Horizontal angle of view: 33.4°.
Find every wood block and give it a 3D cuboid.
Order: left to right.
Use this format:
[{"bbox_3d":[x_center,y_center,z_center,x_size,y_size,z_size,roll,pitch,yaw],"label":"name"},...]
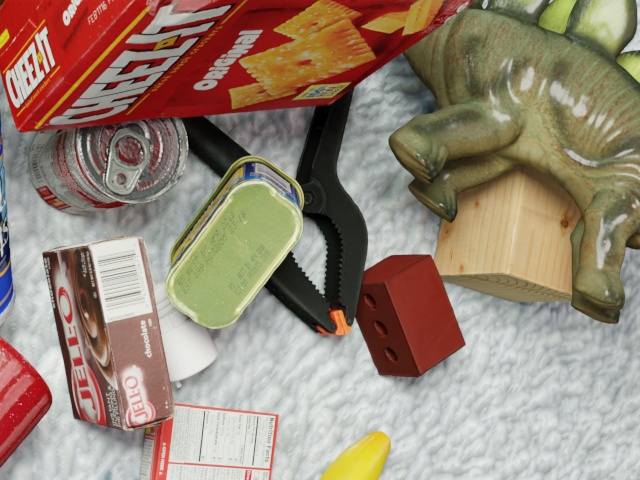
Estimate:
[{"bbox_3d":[0.164,-0.062,0.841,0.090,0.090,0.206,17,78,-30],"label":"wood block"}]

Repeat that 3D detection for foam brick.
[{"bbox_3d":[0.062,0.055,0.793,0.051,0.053,0.078,-28,101,-29],"label":"foam brick"}]

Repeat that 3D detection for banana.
[{"bbox_3d":[0.002,0.228,0.759,0.069,0.037,0.198,25,75,-46],"label":"banana"}]

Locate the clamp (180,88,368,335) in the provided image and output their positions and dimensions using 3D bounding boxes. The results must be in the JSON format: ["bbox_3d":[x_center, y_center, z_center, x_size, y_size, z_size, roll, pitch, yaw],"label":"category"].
[{"bbox_3d":[-0.011,-0.037,0.762,0.164,0.036,0.210,-27,99,-26],"label":"clamp"}]

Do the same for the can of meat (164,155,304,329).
[{"bbox_3d":[-0.054,0.001,0.683,0.057,0.084,0.102,36,98,-10],"label":"can of meat"}]

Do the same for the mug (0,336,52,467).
[{"bbox_3d":[-0.217,0.089,0.605,0.117,0.093,0.081,42,62,-6],"label":"mug"}]

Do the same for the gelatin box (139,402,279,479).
[{"bbox_3d":[-0.075,0.148,0.718,0.089,0.030,0.073,11,80,-30],"label":"gelatin box"}]

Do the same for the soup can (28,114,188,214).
[{"bbox_3d":[-0.133,-0.052,0.652,0.068,0.102,0.068,2,86,-31],"label":"soup can"}]

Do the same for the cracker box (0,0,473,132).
[{"bbox_3d":[-0.041,-0.122,0.562,0.213,0.164,0.072,-12,79,-38],"label":"cracker box"}]

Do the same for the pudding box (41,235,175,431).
[{"bbox_3d":[-0.131,0.056,0.654,0.039,0.090,0.113,-9,91,-33],"label":"pudding box"}]
